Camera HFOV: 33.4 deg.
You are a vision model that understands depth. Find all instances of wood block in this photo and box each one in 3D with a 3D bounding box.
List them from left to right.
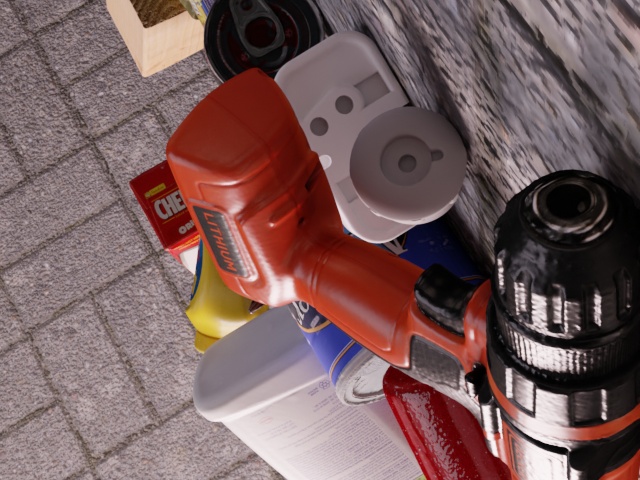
[{"bbox_3d":[-0.157,-0.242,1.063,0.091,0.090,0.206,61,170,-1],"label":"wood block"}]

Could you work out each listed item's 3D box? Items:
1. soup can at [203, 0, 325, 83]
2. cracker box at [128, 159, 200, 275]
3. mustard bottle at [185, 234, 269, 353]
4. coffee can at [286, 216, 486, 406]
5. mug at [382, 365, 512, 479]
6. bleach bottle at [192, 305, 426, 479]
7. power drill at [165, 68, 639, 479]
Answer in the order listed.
[{"bbox_3d":[-0.036,-0.120,0.638,0.068,0.068,0.102,59,179,-11],"label":"soup can"},{"bbox_3d":[-0.050,-0.036,0.887,0.072,0.164,0.213,60,179,13],"label":"cracker box"},{"bbox_3d":[-0.055,0.001,0.709,0.096,0.058,0.192,-92,9,-80],"label":"mustard bottle"},{"bbox_3d":[0.021,0.006,0.599,0.140,0.103,0.102,58,179,23],"label":"coffee can"},{"bbox_3d":[0.079,0.084,0.522,0.081,0.093,0.117,63,170,-8],"label":"mug"},{"bbox_3d":[0.032,0.149,0.704,0.250,0.103,0.068,50,-160,-27],"label":"bleach bottle"},{"bbox_3d":[0.030,0.012,0.368,0.188,0.057,0.184,35,157,32],"label":"power drill"}]
